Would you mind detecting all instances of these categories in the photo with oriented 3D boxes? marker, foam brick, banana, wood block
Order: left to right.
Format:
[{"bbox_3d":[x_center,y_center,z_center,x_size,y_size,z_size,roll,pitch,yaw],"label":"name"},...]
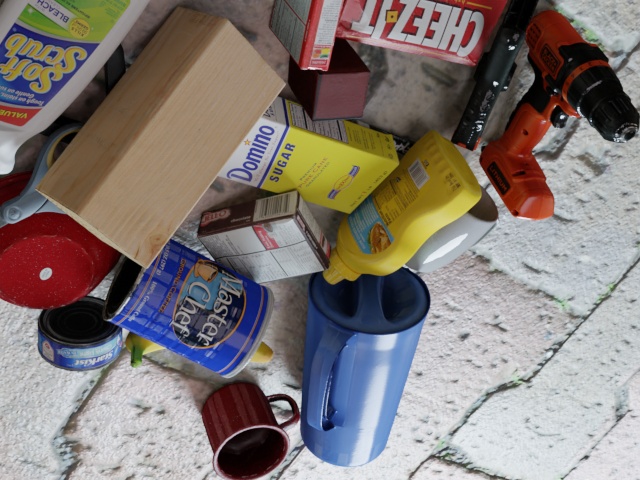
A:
[{"bbox_3d":[-0.139,-0.092,0.934,0.206,0.090,0.090,-54,131,-9],"label":"wood block"},{"bbox_3d":[-0.138,0.108,1.147,0.197,0.070,0.037,2,140,-45],"label":"banana"},{"bbox_3d":[0.006,-0.154,1.007,0.051,0.078,0.053,-7,130,-19],"label":"foam brick"},{"bbox_3d":[0.081,-0.100,1.118,0.120,0.020,0.020,16,117,-32],"label":"marker"}]

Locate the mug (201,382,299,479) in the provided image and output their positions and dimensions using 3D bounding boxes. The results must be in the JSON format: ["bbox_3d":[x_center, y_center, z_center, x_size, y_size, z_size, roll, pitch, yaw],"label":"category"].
[{"bbox_3d":[-0.080,0.215,1.245,0.117,0.081,0.093,-27,131,-3],"label":"mug"}]

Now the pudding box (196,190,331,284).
[{"bbox_3d":[-0.057,0.001,1.096,0.114,0.039,0.090,-11,136,22],"label":"pudding box"}]

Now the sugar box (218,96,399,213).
[{"bbox_3d":[-0.020,-0.086,1.053,0.175,0.048,0.093,12,139,-32],"label":"sugar box"}]

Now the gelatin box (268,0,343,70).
[{"bbox_3d":[-0.012,-0.204,0.952,0.030,0.089,0.073,-2,126,-24],"label":"gelatin box"}]

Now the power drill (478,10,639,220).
[{"bbox_3d":[0.238,-0.112,1.082,0.057,0.184,0.188,0,134,-23],"label":"power drill"}]

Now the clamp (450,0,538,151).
[{"bbox_3d":[0.177,-0.177,1.058,0.036,0.164,0.210,24,142,5],"label":"clamp"}]

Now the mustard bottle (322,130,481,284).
[{"bbox_3d":[0.074,-0.020,1.107,0.192,0.096,0.058,-43,136,21],"label":"mustard bottle"}]

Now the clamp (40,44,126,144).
[{"bbox_3d":[-0.190,-0.106,0.984,0.120,0.039,0.171,-36,129,14],"label":"clamp"}]

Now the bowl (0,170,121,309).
[{"bbox_3d":[-0.265,0.013,1.019,0.162,0.055,0.162,-8,131,-10],"label":"bowl"}]

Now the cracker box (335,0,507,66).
[{"bbox_3d":[0.106,-0.275,0.961,0.164,0.072,0.214,6,123,-27],"label":"cracker box"}]

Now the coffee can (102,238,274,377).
[{"bbox_3d":[-0.132,0.063,1.072,0.140,0.103,0.103,29,111,-20],"label":"coffee can"}]

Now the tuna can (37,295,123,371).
[{"bbox_3d":[-0.243,0.092,1.080,0.086,0.086,0.034,-5,125,-20],"label":"tuna can"}]

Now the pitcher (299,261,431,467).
[{"bbox_3d":[0.035,0.149,1.211,0.149,0.145,0.243,-6,130,-17],"label":"pitcher"}]

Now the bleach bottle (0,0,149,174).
[{"bbox_3d":[-0.239,-0.142,0.898,0.102,0.068,0.251,31,105,-20],"label":"bleach bottle"}]

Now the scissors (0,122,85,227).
[{"bbox_3d":[-0.268,-0.045,0.941,0.201,0.016,0.096,-16,118,-23],"label":"scissors"}]
